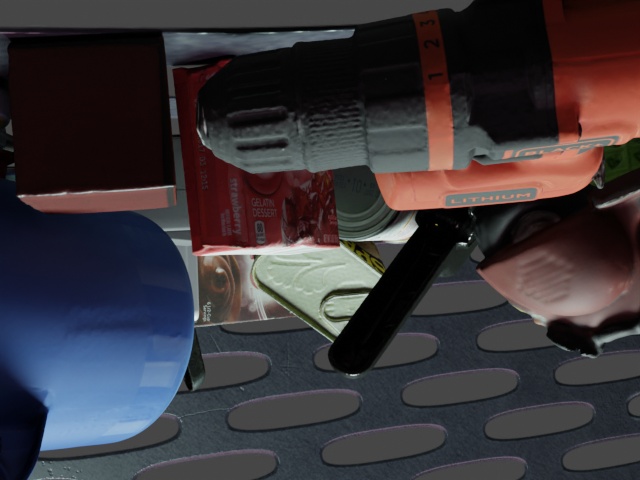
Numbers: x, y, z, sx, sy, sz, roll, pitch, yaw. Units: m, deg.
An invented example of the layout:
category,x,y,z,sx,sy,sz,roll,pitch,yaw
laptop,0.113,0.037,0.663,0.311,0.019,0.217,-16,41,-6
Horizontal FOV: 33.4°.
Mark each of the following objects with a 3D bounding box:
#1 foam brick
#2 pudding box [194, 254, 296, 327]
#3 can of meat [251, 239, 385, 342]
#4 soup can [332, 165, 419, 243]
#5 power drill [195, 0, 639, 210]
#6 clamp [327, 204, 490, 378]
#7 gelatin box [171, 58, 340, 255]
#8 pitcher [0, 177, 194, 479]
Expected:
category,x,y,z,sx,sy,sz,roll,pitch,yaw
foam brick,-0.079,-0.039,0.382,0.051,0.053,0.078,-5,177,-7
pudding box,-0.055,0.001,0.760,0.090,0.113,0.039,-4,-161,-16
can of meat,-0.002,0.010,0.708,0.102,0.057,0.084,38,-163,-27
soup can,0.034,-0.032,0.662,0.069,0.068,0.102,-5,178,19
power drill,0.055,-0.046,0.416,0.184,0.057,0.187,-5,178,4
clamp,0.072,-0.006,0.629,0.036,0.165,0.209,30,-166,15
gelatin box,-0.023,-0.031,0.438,0.030,0.073,0.089,-7,177,24
pitcher,-0.162,0.034,0.402,0.145,0.149,0.242,-1,173,39
